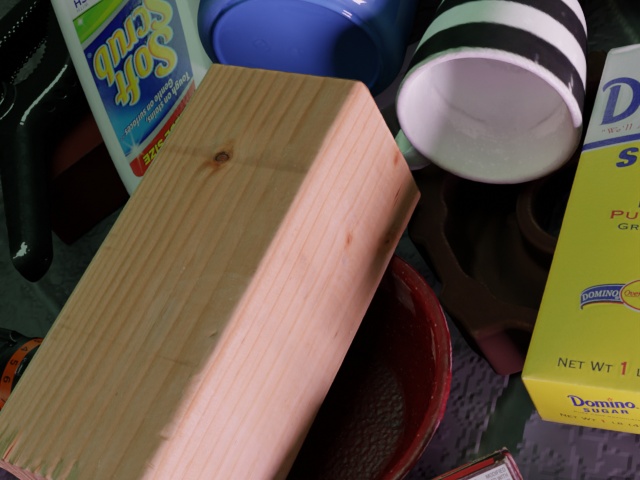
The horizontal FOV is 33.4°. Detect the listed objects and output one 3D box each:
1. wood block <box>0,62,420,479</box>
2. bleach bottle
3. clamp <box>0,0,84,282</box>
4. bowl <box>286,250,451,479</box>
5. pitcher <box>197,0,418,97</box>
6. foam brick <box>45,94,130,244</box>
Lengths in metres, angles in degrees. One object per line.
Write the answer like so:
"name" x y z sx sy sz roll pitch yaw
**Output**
"wood block" -0.044 0.031 0.477 0.091 0.090 0.206 12 63 32
"bleach bottle" -0.082 -0.091 0.606 0.103 0.068 0.251 -27 74 14
"clamp" -0.204 -0.074 0.657 0.165 0.036 0.210 2 64 26
"bowl" -0.008 0.078 0.522 0.162 0.055 0.162 -12 54 16
"pitcher" 0.007 -0.192 0.603 0.145 0.149 0.242 -9 56 33
"foam brick" -0.152 -0.048 0.675 0.078 0.053 0.051 -36 51 -4
